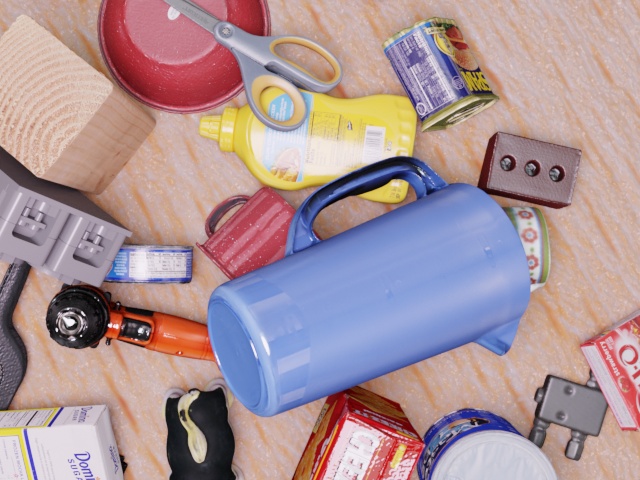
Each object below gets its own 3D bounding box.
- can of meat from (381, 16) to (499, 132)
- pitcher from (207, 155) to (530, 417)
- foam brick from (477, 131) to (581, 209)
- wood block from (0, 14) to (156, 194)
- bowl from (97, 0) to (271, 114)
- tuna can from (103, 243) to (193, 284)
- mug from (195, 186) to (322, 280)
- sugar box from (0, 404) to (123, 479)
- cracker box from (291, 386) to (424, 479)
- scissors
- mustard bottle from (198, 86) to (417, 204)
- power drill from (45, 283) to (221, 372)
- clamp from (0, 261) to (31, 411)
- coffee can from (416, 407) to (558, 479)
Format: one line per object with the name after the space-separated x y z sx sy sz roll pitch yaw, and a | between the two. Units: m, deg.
0.105 -0.146 0.934 0.058 0.102 0.084 -29 85 25 | can of meat
0.032 0.040 0.857 0.242 0.149 0.145 -20 125 -25 | pitcher
0.185 -0.062 0.955 0.078 0.051 0.053 12 89 1 | foam brick
-0.211 -0.105 0.885 0.091 0.206 0.090 39 89 1 | wood block
-0.127 -0.198 0.962 0.162 0.055 0.162 0 88 1 | bowl
-0.155 0.020 0.942 0.086 0.086 0.034 2 90 1 | tuna can
-0.056 0.001 0.947 0.081 0.093 0.117 -45 52 -5 | mug
-0.267 0.197 0.939 0.176 0.048 0.093 -5 109 6 | sugar box
0.014 0.209 0.870 0.072 0.213 0.164 23 89 1 | cracker box
-0.081 -0.159 0.920 0.201 0.016 0.096 18 77 -5 | scissors
-0.013 -0.091 0.955 0.191 0.058 0.096 7 91 1 | mustard bottle
-0.137 0.079 0.902 0.187 0.184 0.057 16 89 -8 | power drill
-0.317 0.083 0.953 0.120 0.039 0.171 0 94 -13 | clamp
0.138 0.202 0.905 0.103 0.140 0.103 0 89 1 | coffee can
